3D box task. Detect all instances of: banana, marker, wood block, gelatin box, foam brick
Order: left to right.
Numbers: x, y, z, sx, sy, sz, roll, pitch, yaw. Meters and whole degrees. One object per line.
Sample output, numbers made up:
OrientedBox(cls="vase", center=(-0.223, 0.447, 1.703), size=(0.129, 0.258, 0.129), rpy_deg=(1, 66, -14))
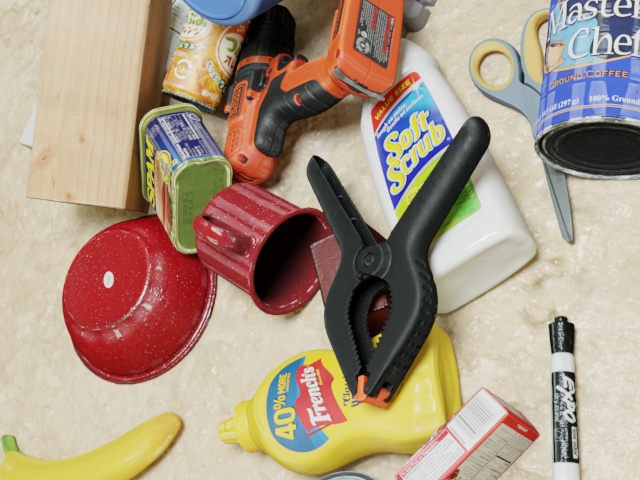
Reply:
OrientedBox(cls="banana", center=(-0.207, 0.189, 0.911), size=(0.198, 0.037, 0.069), rpy_deg=(-11, 66, 25))
OrientedBox(cls="wood block", center=(-0.195, -0.133, 0.959), size=(0.090, 0.091, 0.206), rpy_deg=(7, 90, 5))
OrientedBox(cls="foam brick", center=(0.031, 0.034, 0.836), size=(0.051, 0.053, 0.078), rpy_deg=(-24, 60, 18))
OrientedBox(cls="gelatin box", center=(0.102, 0.148, 0.738), size=(0.089, 0.073, 0.030), rpy_deg=(-46, 55, 5))
OrientedBox(cls="marker", center=(0.171, 0.112, 0.748), size=(0.020, 0.020, 0.121), rpy_deg=(-8, 66, 26))

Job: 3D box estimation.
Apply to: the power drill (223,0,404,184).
OrientedBox(cls="power drill", center=(-0.010, -0.153, 0.898), size=(0.188, 0.057, 0.184), rpy_deg=(-27, 48, 49))

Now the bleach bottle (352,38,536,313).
OrientedBox(cls="bleach bottle", center=(0.076, -0.071, 0.852), size=(0.103, 0.068, 0.251), rpy_deg=(-34, 54, 17))

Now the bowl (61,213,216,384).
OrientedBox(cls="bowl", center=(-0.173, 0.043, 0.943), size=(0.162, 0.055, 0.162), rpy_deg=(-11, 65, 24))

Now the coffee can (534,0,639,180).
OrientedBox(cls="coffee can", center=(0.213, -0.128, 0.774), size=(0.103, 0.102, 0.140), rpy_deg=(0, 70, 28))

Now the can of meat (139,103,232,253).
OrientedBox(cls="can of meat", center=(-0.115, -0.051, 0.916), size=(0.057, 0.102, 0.084), rpy_deg=(-13, 43, -22))

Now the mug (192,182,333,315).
OrientedBox(cls="mug", center=(-0.056, 0.001, 0.863), size=(0.082, 0.117, 0.093), rpy_deg=(29, 101, 39))

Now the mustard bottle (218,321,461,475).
OrientedBox(cls="mustard bottle", center=(0.008, 0.126, 0.807), size=(0.192, 0.058, 0.096), rpy_deg=(-17, 54, 22))

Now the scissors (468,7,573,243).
OrientedBox(cls="scissors", center=(0.158, -0.091, 0.842), size=(0.096, 0.016, 0.201), rpy_deg=(-3, 69, 29))

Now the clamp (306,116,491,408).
OrientedBox(cls="clamp", center=(0.053, 0.012, 0.765), size=(0.165, 0.036, 0.210), rpy_deg=(-18, 61, 38))
